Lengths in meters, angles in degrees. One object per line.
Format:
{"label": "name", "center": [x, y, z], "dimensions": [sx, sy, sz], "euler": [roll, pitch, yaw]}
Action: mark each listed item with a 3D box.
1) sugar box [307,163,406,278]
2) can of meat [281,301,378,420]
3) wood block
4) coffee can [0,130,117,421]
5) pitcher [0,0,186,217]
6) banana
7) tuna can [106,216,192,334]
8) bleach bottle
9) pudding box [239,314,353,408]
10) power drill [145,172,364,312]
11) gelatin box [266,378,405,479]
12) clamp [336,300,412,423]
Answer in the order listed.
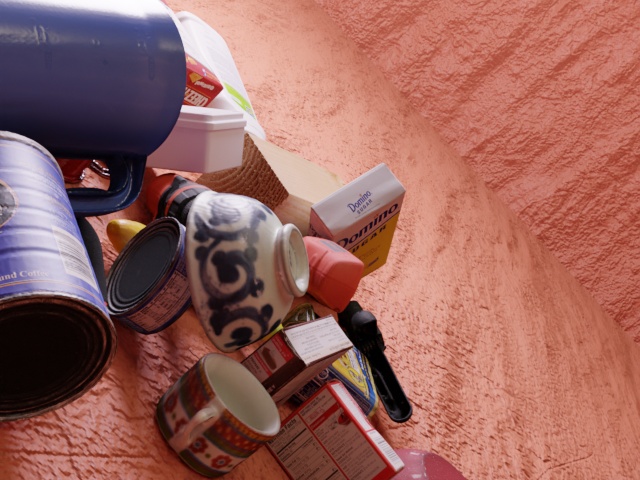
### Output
{"label": "sugar box", "center": [0.033, -0.003, 1.118], "dimensions": [0.048, 0.093, 0.176], "euler": [53, -17, 16]}
{"label": "can of meat", "center": [0.002, 0.117, 0.962], "dimensions": [0.084, 0.057, 0.102], "euler": [42, 16, -24]}
{"label": "wood block", "center": [-0.036, -0.034, 1.166], "dimensions": [0.091, 0.090, 0.205], "euler": [55, 17, 24]}
{"label": "coffee can", "center": [-0.185, 0.019, 0.619], "dimensions": [0.102, 0.103, 0.140], "euler": [30, 23, -46]}
{"label": "pitcher", "center": [-0.213, -0.107, 0.716], "dimensions": [0.149, 0.145, 0.242], "euler": [40, 25, 26]}
{"label": "banana", "center": [-0.101, 0.033, 0.895], "dimensions": [0.197, 0.037, 0.070], "euler": [33, -17, -25]}
{"label": "tuna can", "center": [-0.122, 0.027, 0.797], "dimensions": [0.033, 0.086, 0.086], "euler": [39, 18, -32]}
{"label": "bleach bottle", "center": [-0.129, -0.176, 1.321], "dimensions": [0.102, 0.068, 0.251], "euler": [31, 25, -44]}
{"label": "pudding box", "center": [-0.032, 0.103, 0.842], "dimensions": [0.039, 0.090, 0.113], "euler": [51, 17, 9]}
{"label": "power drill", "center": [-0.056, 0.001, 0.948], "dimensions": [0.187, 0.057, 0.185], "euler": [27, 3, -25]}
{"label": "gelatin box", "center": [0.010, 0.165, 0.833], "dimensions": [0.089, 0.073, 0.030], "euler": [51, 15, 15]}
{"label": "clamp", "center": [0.051, 0.116, 1.085], "dimensions": [0.171, 0.039, 0.120], "euler": [-128, -160, -82]}
